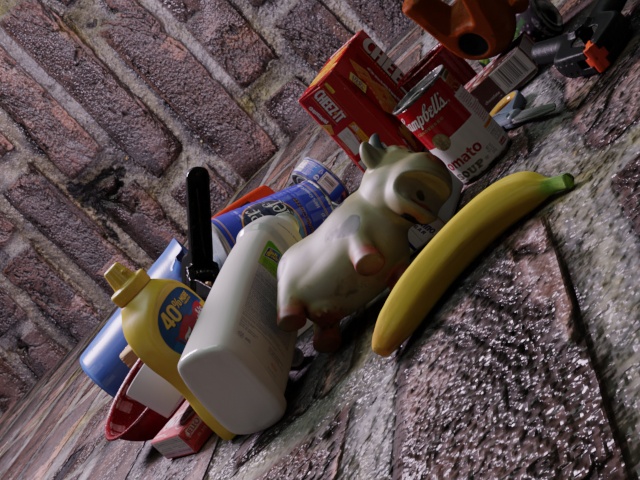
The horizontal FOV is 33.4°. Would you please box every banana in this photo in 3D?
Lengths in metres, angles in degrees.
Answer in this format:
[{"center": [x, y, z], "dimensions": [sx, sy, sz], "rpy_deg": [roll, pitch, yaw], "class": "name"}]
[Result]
[{"center": [0.106, 0.009, 0.823], "dimensions": [0.198, 0.037, 0.069], "rpy_deg": [-45, 8, 3], "class": "banana"}]

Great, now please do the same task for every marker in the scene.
[{"center": [-0.044, 0.117, 1.067], "dimensions": [0.020, 0.020, 0.121], "rpy_deg": [-48, 10, -18], "class": "marker"}]

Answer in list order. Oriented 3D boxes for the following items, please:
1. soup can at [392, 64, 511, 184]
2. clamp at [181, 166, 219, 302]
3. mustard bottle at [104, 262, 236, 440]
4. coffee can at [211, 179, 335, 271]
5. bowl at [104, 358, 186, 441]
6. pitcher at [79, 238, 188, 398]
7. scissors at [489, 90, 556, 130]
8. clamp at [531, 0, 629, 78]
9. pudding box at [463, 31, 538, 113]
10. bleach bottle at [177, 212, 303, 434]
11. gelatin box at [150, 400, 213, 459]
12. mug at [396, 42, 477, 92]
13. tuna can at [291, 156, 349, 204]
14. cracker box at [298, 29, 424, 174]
[{"center": [0.130, -0.113, 1.054], "dimensions": [0.068, 0.102, 0.068], "rpy_deg": [-44, 9, 8], "class": "soup can"}, {"center": [-0.131, 0.029, 1.174], "dimensions": [0.036, 0.164, 0.210], "rpy_deg": [-7, -24, -18], "class": "clamp"}, {"center": [-0.129, 0.093, 1.003], "dimensions": [0.058, 0.191, 0.096], "rpy_deg": [-39, 11, 34], "class": "mustard bottle"}, {"center": [-0.058, 0.002, 1.236], "dimensions": [0.140, 0.103, 0.103], "rpy_deg": [-23, 0, -22], "class": "coffee can"}, {"center": [-0.187, 0.179, 1.263], "dimensions": [0.162, 0.055, 0.162], "rpy_deg": [-46, 20, 22], "class": "bowl"}, {"center": [-0.244, 0.129, 1.627], "dimensions": [0.243, 0.149, 0.145], "rpy_deg": [-49, 24, -4], "class": "pitcher"}, {"center": [0.206, -0.136, 1.095], "dimensions": [0.096, 0.016, 0.202], "rpy_deg": [-49, 10, -23], "class": "scissors"}, {"center": [0.271, -0.208, 1.054], "dimensions": [0.120, 0.039, 0.171], "rpy_deg": [-47, 14, 14], "class": "clamp"}, {"center": [0.205, -0.187, 1.249], "dimensions": [0.114, 0.039, 0.090], "rpy_deg": [-40, 9, 26], "class": "pudding box"}, {"center": [-0.055, 0.059, 1.007], "dimensions": [0.068, 0.102, 0.250], "rpy_deg": [-26, 25, 27], "class": "bleach bottle"}, {"center": [-0.132, 0.188, 1.110], "dimensions": [0.073, 0.030, 0.089], "rpy_deg": [-50, 10, -30], "class": "gelatin box"}, {"center": [0.157, -0.198, 1.379], "dimensions": [0.093, 0.081, 0.117], "rpy_deg": [-39, 10, 31], "class": "mug"}, {"center": [-0.001, -0.080, 1.545], "dimensions": [0.033, 0.086, 0.086], "rpy_deg": [-49, 9, -13], "class": "tuna can"}, {"center": [0.070, -0.179, 1.424], "dimensions": [0.072, 0.164, 0.213], "rpy_deg": [-39, 11, 27], "class": "cracker box"}]
